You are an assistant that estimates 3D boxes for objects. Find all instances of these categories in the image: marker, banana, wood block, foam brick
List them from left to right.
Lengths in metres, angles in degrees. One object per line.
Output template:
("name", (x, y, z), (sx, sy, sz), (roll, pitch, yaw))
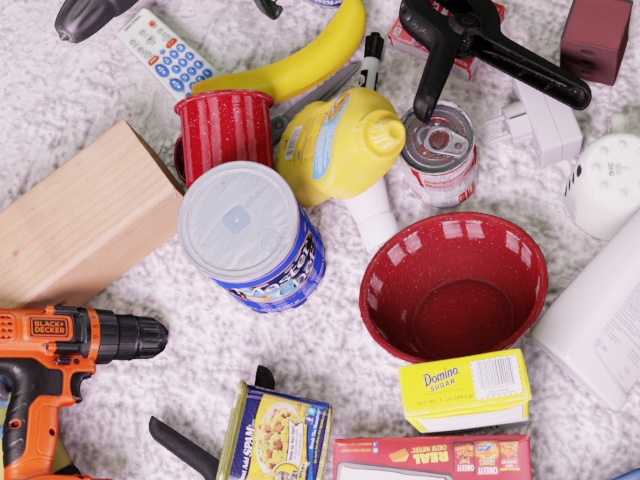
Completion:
("wood block", (-0.228, -0.006, 0.998), (0.206, 0.090, 0.090), (-38, 72, -1))
("banana", (-0.027, -0.172, 1.018), (0.198, 0.037, 0.070), (-36, 76, -2))
("marker", (0.044, -0.143, 1.020), (0.020, 0.020, 0.121), (7, 76, 13))
("foam brick", (0.247, -0.181, 0.961), (0.053, 0.078, 0.051), (16, 79, 17))

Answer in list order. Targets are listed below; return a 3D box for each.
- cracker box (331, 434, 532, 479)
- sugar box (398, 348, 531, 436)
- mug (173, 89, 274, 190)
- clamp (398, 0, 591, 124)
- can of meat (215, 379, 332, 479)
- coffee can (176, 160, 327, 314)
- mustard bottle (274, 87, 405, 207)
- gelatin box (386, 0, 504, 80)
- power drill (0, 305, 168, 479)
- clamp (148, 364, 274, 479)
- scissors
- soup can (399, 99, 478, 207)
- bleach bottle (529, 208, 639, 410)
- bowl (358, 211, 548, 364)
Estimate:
("cracker box", (0.095, 0.269, 0.870), (0.164, 0.072, 0.213), (-4, 75, 11))
("sugar box", (0.118, 0.125, 0.849), (0.093, 0.176, 0.048), (-9, 76, 8))
("mug", (-0.094, -0.083, 0.983), (0.117, 0.093, 0.081), (-13, 78, 38))
("clamp", (0.137, -0.177, 0.944), (0.164, 0.036, 0.210), (-1, 47, -16))
("can of meat", (-0.039, 0.177, 0.898), (0.084, 0.057, 0.102), (14, 67, -5))
("coffee can", (-0.056, 0.001, 0.936), (0.103, 0.140, 0.103), (-3, 74, 10))
("mustard bottle", (0.021, -0.082, 0.921), (0.058, 0.192, 0.096), (23, 79, -20))
("gelatin box", (0.119, -0.204, 1.017), (0.089, 0.030, 0.073), (28, 81, 17))
("power drill", (-0.213, 0.147, 0.925), (0.184, 0.057, 0.187), (4, 64, -29))
("clamp", (-0.080, 0.205, 0.938), (0.120, 0.039, 0.171), (-19, 68, 5))
("scissors", (-0.059, -0.114, 1.035), (0.096, 0.016, 0.201), (35, 84, 18))
("soup can", (0.105, -0.074, 0.945), (0.068, 0.102, 0.068), (-3, 74, 10))
("bleach bottle", (0.288, 0.014, 0.876), (0.251, 0.102, 0.068), (-48, 34, -1))
("bowl", (0.117, 0.053, 0.916), (0.162, 0.055, 0.162), (-11, 50, 13))
